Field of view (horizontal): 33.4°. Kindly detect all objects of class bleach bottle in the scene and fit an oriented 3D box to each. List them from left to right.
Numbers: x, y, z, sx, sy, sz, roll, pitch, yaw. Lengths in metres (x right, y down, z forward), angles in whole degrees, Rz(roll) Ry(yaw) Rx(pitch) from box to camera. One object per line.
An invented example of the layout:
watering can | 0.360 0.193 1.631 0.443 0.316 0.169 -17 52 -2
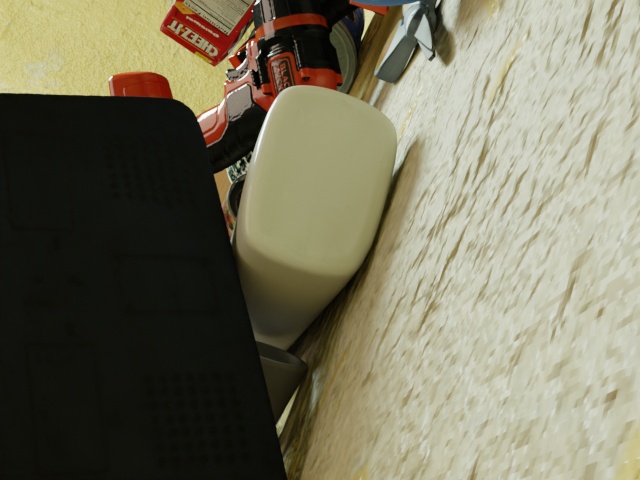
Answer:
bleach bottle | -0.029 0.017 0.614 0.251 0.068 0.102 122 165 -64

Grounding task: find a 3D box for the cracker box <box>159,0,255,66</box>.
cracker box | -0.045 -0.264 0.921 0.164 0.072 0.214 -60 12 -24

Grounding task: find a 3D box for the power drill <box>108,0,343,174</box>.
power drill | -0.072 -0.118 0.792 0.188 0.057 0.184 -17 80 35

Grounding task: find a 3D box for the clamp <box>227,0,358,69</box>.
clamp | 0.000 -0.183 0.859 0.120 0.039 0.171 -19 23 53

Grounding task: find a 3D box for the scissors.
scissors | 0.051 -0.112 0.623 0.201 0.016 0.096 -77 10 -56
